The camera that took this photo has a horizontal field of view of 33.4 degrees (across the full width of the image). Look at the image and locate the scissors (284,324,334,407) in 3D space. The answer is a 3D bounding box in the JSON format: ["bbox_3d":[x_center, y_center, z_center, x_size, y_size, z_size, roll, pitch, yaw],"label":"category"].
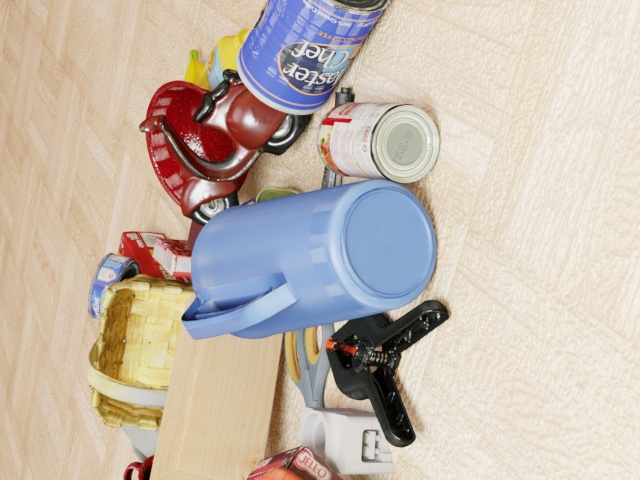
[{"bbox_3d":[0.001,0.152,1.030,0.096,0.016,0.202,-59,36,40],"label":"scissors"}]

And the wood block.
[{"bbox_3d":[-0.103,0.155,1.103,0.090,0.090,0.206,-39,38,55],"label":"wood block"}]

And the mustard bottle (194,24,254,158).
[{"bbox_3d":[-0.108,-0.184,1.262,0.192,0.058,0.096,-53,44,46],"label":"mustard bottle"}]

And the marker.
[{"bbox_3d":[0.016,-0.089,1.044,0.020,0.020,0.121,20,103,63],"label":"marker"}]

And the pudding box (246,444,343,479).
[{"bbox_3d":[-0.003,0.231,0.926,0.039,0.113,0.090,-48,7,-32],"label":"pudding box"}]

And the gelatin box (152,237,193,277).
[{"bbox_3d":[-0.159,0.021,1.308,0.089,0.073,0.030,31,113,61],"label":"gelatin box"}]

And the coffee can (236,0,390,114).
[{"bbox_3d":[-0.008,-0.204,1.021,0.140,0.102,0.103,-54,40,45],"label":"coffee can"}]

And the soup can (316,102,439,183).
[{"bbox_3d":[0.049,-0.086,0.924,0.102,0.068,0.068,15,99,63],"label":"soup can"}]

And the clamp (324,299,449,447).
[{"bbox_3d":[0.054,0.094,0.915,0.120,0.039,0.172,-65,26,2],"label":"clamp"}]

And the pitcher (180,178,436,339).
[{"bbox_3d":[-0.015,0.023,0.950,0.243,0.144,0.149,-13,65,58],"label":"pitcher"}]

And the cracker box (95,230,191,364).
[{"bbox_3d":[-0.246,0.116,1.464,0.164,0.072,0.214,51,130,53],"label":"cracker box"}]

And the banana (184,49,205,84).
[{"bbox_3d":[-0.175,-0.152,1.420,0.069,0.037,0.198,-115,37,-73],"label":"banana"}]

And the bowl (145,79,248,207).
[{"bbox_3d":[-0.130,-0.110,1.228,0.162,0.055,0.162,21,122,38],"label":"bowl"}]

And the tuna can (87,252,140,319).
[{"bbox_3d":[-0.257,0.060,1.332,0.086,0.034,0.086,15,-90,-81],"label":"tuna can"}]
